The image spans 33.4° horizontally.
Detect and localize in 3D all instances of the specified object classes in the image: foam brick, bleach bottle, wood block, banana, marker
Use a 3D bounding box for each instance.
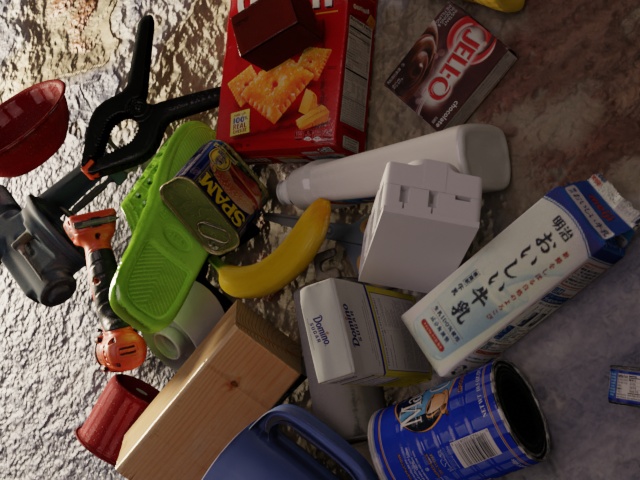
[{"bbox_3d":[-0.048,-0.227,1.140,0.078,0.051,0.053,-26,66,26],"label":"foam brick"},{"bbox_3d":[0.063,-0.067,1.111,0.251,0.102,0.068,-8,87,38],"label":"bleach bottle"},{"bbox_3d":[-0.119,0.179,1.150,0.090,0.090,0.206,38,100,-12],"label":"wood block"},{"bbox_3d":[-0.053,0.020,1.146,0.198,0.037,0.069,-26,88,40],"label":"banana"},{"bbox_3d":[-0.049,0.173,1.178,0.121,0.020,0.020,-47,61,18],"label":"marker"}]

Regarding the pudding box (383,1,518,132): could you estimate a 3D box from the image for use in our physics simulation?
[{"bbox_3d":[0.135,-0.176,1.107,0.090,0.039,0.113,46,107,29],"label":"pudding box"}]

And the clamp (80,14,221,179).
[{"bbox_3d":[-0.202,-0.152,1.274,0.165,0.036,0.210,31,81,16],"label":"clamp"}]

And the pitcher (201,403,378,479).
[{"bbox_3d":[0.002,0.284,1.042,0.243,0.149,0.145,32,65,19],"label":"pitcher"}]

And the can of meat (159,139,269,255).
[{"bbox_3d":[-0.114,-0.050,1.175,0.058,0.083,0.102,-23,113,42],"label":"can of meat"}]

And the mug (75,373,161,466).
[{"bbox_3d":[-0.229,0.206,1.256,0.081,0.093,0.117,-60,21,4],"label":"mug"}]

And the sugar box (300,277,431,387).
[{"bbox_3d":[0.046,0.093,1.036,0.048,0.176,0.093,-22,71,28],"label":"sugar box"}]

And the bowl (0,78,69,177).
[{"bbox_3d":[-0.364,-0.127,1.306,0.162,0.055,0.162,-23,33,16],"label":"bowl"}]

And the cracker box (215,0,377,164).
[{"bbox_3d":[-0.028,-0.196,1.195,0.164,0.072,0.214,0,81,32],"label":"cracker box"}]

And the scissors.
[{"bbox_3d":[0.018,0.009,1.164,0.202,0.016,0.096,-4,80,32],"label":"scissors"}]

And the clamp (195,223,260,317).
[{"bbox_3d":[-0.143,0.027,1.253,0.172,0.039,0.120,13,83,27],"label":"clamp"}]

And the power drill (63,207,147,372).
[{"bbox_3d":[-0.250,0.062,1.238,0.185,0.057,0.187,164,91,-70],"label":"power drill"}]

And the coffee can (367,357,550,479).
[{"bbox_3d":[0.130,0.184,1.011,0.140,0.102,0.103,-28,68,26],"label":"coffee can"}]
